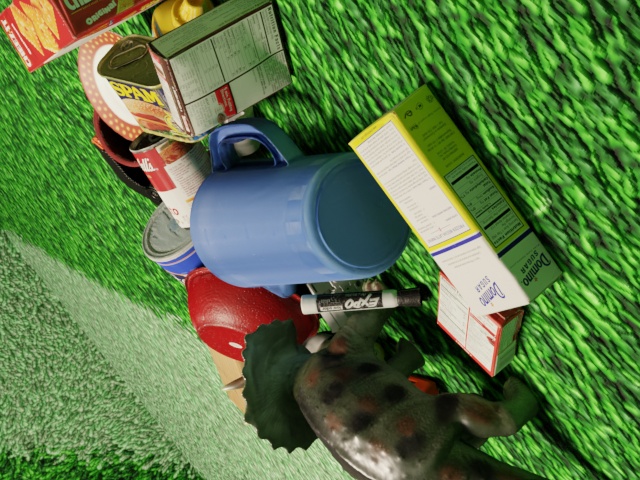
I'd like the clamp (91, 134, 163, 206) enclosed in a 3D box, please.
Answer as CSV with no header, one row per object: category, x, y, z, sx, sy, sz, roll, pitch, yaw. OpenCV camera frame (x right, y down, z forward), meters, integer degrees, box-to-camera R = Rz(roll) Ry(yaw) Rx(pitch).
clamp,-0.196,-0.063,1.331,0.210,0.036,0.165,37,149,-8

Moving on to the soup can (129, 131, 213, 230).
soup can,-0.141,-0.070,1.098,0.069,0.068,0.102,18,143,59

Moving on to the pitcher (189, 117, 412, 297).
pitcher,-0.024,-0.029,0.991,0.149,0.145,0.243,22,169,-25

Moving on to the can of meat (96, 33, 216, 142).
can of meat,-0.151,-0.144,1.021,0.102,0.057,0.084,18,153,37

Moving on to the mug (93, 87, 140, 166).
mug,-0.187,-0.140,1.211,0.117,0.081,0.093,2,111,31

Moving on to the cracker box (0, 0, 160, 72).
cracker box,-0.198,-0.234,0.985,0.072,0.164,0.214,61,159,-14

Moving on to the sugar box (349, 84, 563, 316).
sugar box,0.102,-0.027,0.821,0.176,0.048,0.093,52,160,-3

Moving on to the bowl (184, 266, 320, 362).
bowl,-0.084,0.093,1.186,0.162,0.055,0.162,16,153,8

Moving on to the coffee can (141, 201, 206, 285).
coffee can,-0.124,0.016,1.245,0.140,0.103,0.103,44,170,-38

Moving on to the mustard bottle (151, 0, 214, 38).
mustard bottle,-0.131,-0.187,1.064,0.096,0.058,0.192,55,161,12

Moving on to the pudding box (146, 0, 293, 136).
pudding box,-0.085,-0.155,0.934,0.039,0.113,0.090,40,155,42

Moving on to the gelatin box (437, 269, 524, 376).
gelatin box,0.136,0.064,0.915,0.073,0.030,0.089,44,158,29

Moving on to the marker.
marker,0.042,0.057,1.019,0.020,0.121,0.020,-5,-90,-79
